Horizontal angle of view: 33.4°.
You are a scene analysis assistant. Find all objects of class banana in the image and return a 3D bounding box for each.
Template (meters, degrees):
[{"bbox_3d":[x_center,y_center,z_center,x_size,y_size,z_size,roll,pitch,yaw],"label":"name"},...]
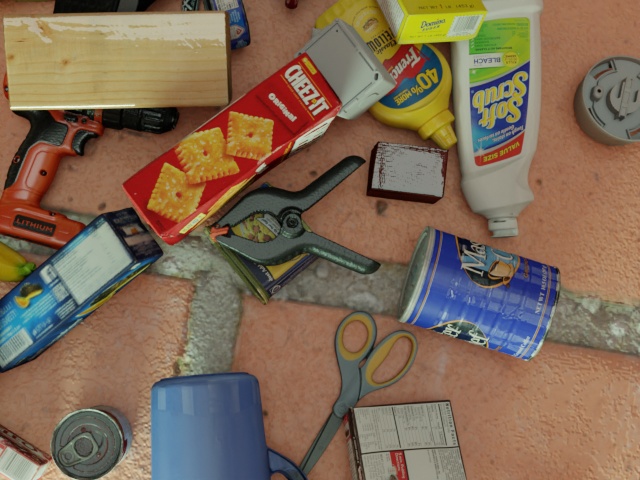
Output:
[{"bbox_3d":[-0.362,-0.011,1.085,0.198,0.070,0.037,33,48,10],"label":"banana"}]

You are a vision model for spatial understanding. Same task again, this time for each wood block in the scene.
[{"bbox_3d":[-0.191,-0.176,1.035,0.206,0.091,0.090,-2,102,-2],"label":"wood block"}]

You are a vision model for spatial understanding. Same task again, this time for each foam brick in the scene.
[{"bbox_3d":[0.090,-0.071,1.128,0.078,0.053,0.051,7,83,-4],"label":"foam brick"}]

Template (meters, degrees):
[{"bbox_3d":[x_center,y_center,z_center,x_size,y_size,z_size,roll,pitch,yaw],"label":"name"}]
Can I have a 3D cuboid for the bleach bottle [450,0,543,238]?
[{"bbox_3d":[0.194,-0.129,1.136,0.102,0.068,0.251,-4,86,2],"label":"bleach bottle"}]

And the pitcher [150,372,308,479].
[{"bbox_3d":[-0.095,0.254,1.047,0.145,0.149,0.243,-10,80,30],"label":"pitcher"}]

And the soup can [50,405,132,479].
[{"bbox_3d":[-0.223,0.197,1.051,0.068,0.102,0.068,0,84,-4],"label":"soup can"}]

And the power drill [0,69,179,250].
[{"bbox_3d":[-0.254,-0.082,1.105,0.184,0.057,0.187,13,80,1],"label":"power drill"}]

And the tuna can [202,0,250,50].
[{"bbox_3d":[-0.101,-0.241,1.117,0.033,0.086,0.086,-17,85,-7],"label":"tuna can"}]

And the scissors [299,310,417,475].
[{"bbox_3d":[0.015,0.156,1.116,0.201,0.016,0.096,-42,86,-7],"label":"scissors"}]

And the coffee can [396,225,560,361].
[{"bbox_3d":[0.160,0.054,1.093,0.140,0.103,0.103,18,83,-2],"label":"coffee can"}]

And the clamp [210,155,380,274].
[{"bbox_3d":[-0.024,-0.027,1.068,0.171,0.039,0.120,2,78,-7],"label":"clamp"}]

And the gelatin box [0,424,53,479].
[{"bbox_3d":[-0.315,0.207,1.059,0.089,0.073,0.030,32,83,0],"label":"gelatin box"}]

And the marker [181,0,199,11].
[{"bbox_3d":[-0.140,-0.254,1.149,0.020,0.020,0.121,8,84,-3],"label":"marker"}]

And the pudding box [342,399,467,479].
[{"bbox_3d":[0.085,0.212,1.082,0.113,0.039,0.090,-1,61,-16],"label":"pudding box"}]

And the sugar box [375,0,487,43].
[{"bbox_3d":[0.095,-0.280,1.107,0.093,0.048,0.176,-8,57,-23],"label":"sugar box"}]

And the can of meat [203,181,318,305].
[{"bbox_3d":[-0.057,0.001,1.108,0.084,0.057,0.102,-39,88,-9],"label":"can of meat"}]

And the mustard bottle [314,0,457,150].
[{"bbox_3d":[0.083,-0.177,1.132,0.096,0.058,0.191,-34,85,-5],"label":"mustard bottle"}]

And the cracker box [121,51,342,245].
[{"bbox_3d":[-0.088,-0.083,1.061,0.213,0.164,0.072,-36,91,-7],"label":"cracker box"}]
